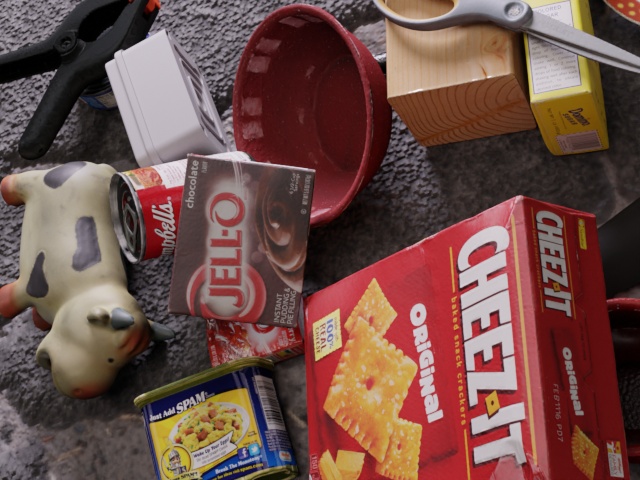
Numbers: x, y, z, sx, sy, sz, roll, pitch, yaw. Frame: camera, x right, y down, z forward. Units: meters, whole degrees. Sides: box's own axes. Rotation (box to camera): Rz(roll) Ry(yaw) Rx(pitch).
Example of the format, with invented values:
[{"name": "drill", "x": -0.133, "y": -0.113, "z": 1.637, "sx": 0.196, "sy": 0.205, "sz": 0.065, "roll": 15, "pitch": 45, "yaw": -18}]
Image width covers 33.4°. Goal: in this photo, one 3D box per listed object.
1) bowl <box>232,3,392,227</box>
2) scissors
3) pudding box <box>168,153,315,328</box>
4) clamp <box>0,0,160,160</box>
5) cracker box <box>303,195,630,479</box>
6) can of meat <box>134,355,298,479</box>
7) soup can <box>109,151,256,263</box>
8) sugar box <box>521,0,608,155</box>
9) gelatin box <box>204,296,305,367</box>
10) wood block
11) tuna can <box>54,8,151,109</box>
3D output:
[{"name": "bowl", "x": 0.002, "y": -0.092, "z": 0.787, "sx": 0.162, "sy": 0.055, "sz": 0.162, "roll": 12, "pitch": 106, "yaw": 50}, {"name": "scissors", "x": 0.129, "y": -0.166, "z": 0.702, "sx": 0.202, "sy": 0.016, "sz": 0.096, "roll": 15, "pitch": 76, "yaw": 29}, {"name": "pudding box", "x": -0.055, "y": 0.001, "z": 0.744, "sx": 0.090, "sy": 0.039, "sz": 0.113, "roll": 7, "pitch": 88, "yaw": -5}, {"name": "clamp", "x": -0.203, "y": -0.144, "z": 0.886, "sx": 0.171, "sy": 0.039, "sz": 0.120, "roll": -32, "pitch": 64, "yaw": 9}, {"name": "cracker box", "x": 0.075, "y": 0.087, "z": 0.651, "sx": 0.214, "sy": 0.072, "sz": 0.164, "roll": -29, "pitch": 56, "yaw": 49}, {"name": "can of meat", "x": -0.073, "y": 0.139, "z": 0.756, "sx": 0.102, "sy": 0.057, "sz": 0.084, "roll": -22, "pitch": 69, "yaw": 15}, {"name": "soup can", "x": -0.098, "y": -0.026, "z": 0.797, "sx": 0.102, "sy": 0.069, "sz": 0.068, "roll": -13, "pitch": 59, "yaw": -26}, {"name": "sugar box", "x": 0.166, "y": -0.157, "z": 0.745, "sx": 0.048, "sy": 0.093, "sz": 0.176, "roll": -7, "pitch": 69, "yaw": 19}, {"name": "gelatin box", "x": -0.051, "y": 0.050, "z": 0.796, "sx": 0.073, "sy": 0.030, "sz": 0.089, "roll": -20, "pitch": 65, "yaw": 14}, {"name": "wood block", "x": 0.102, "y": -0.186, "z": 0.785, "sx": 0.091, "sy": 0.090, "sz": 0.206, "roll": -8, "pitch": 69, "yaw": 20}, {"name": "tuna can", "x": -0.185, "y": -0.158, "z": 0.926, "sx": 0.086, "sy": 0.033, "sz": 0.086, "roll": -8, "pitch": 69, "yaw": 20}]
